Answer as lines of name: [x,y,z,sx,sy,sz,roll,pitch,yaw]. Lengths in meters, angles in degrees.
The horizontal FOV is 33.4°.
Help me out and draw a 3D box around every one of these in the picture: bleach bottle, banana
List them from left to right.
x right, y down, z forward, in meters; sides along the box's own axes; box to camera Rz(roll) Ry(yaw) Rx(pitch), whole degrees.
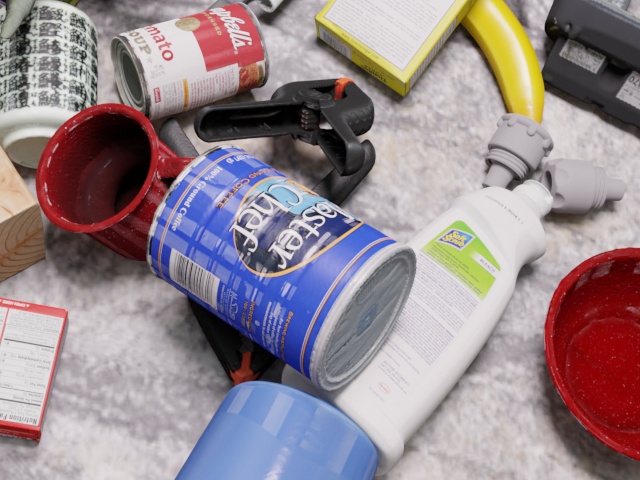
bleach bottle: [0.090,0.045,0.764,0.102,0.068,0.250,42,63,12]
banana: [0.129,-0.175,0.891,0.069,0.037,0.198,-43,76,-1]

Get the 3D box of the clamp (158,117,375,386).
clamp: [-0.055,0.001,0.772,0.164,0.036,0.210,12,63,1]

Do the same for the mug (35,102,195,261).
mug: [-0.123,-0.037,0.731,0.117,0.081,0.093,-8,68,19]

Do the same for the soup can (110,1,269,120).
soup can: [-0.099,-0.135,0.805,0.102,0.069,0.068,-20,71,-23]

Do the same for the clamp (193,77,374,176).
clamp: [-0.017,-0.090,0.775,0.120,0.039,0.171,17,21,4]

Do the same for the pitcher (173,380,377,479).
pitcher: [-0.049,0.214,0.628,0.145,0.149,0.242,5,53,35]

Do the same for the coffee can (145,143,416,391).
coffee can: [-0.025,0.015,0.677,0.140,0.103,0.102,31,63,23]

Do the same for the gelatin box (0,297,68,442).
gelatin box: [-0.212,0.084,0.708,0.073,0.030,0.089,11,64,-7]

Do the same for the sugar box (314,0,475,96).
sugar box: [0.083,-0.215,0.862,0.093,0.048,0.176,37,84,8]
